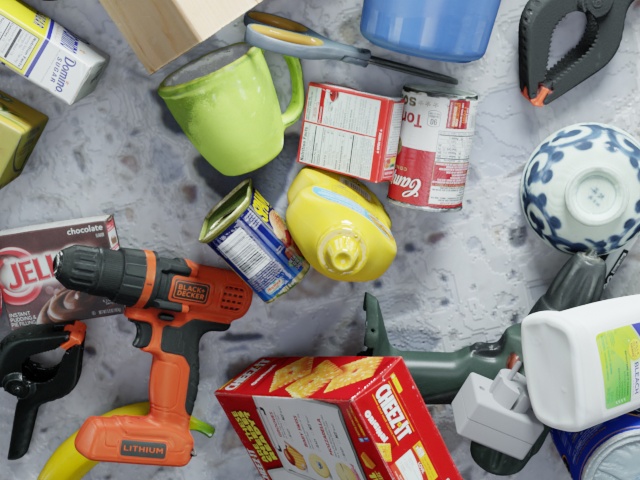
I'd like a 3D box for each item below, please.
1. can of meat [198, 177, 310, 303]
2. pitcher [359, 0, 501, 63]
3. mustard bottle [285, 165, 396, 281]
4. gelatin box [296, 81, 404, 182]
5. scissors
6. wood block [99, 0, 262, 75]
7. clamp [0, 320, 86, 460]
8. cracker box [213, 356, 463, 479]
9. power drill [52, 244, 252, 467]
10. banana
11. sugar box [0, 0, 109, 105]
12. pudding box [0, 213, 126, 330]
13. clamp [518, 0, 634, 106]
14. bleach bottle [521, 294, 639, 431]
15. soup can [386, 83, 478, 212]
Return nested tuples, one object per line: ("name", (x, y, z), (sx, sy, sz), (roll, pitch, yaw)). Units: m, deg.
("can of meat", (-0.056, 0.001, 0.939), (0.057, 0.102, 0.084), (-41, 103, 9))
("pitcher", (0.115, -0.272, 0.862), (0.149, 0.145, 0.243), (14, 108, 9))
("mustard bottle", (0.017, -0.010, 0.888), (0.096, 0.191, 0.058), (33, 102, -8))
("gelatin box", (0.026, -0.095, 0.929), (0.089, 0.030, 0.073), (17, 107, 33))
("scissors", (0.018, -0.168, 0.929), (0.201, 0.096, 0.016), (4, 117, -33))
("wood block", (-0.147, -0.253, 0.862), (0.090, 0.090, 0.206), (-18, 110, 50))
("clamp", (-0.287, 0.125, 0.985), (0.120, 0.039, 0.172), (32, 114, -24))
("cracker box", (0.019, 0.184, 0.936), (0.072, 0.214, 0.164), (-35, 105, -32))
("power drill", (-0.161, 0.102, 0.947), (0.184, 0.057, 0.188), (12, 95, -26))
("banana", (-0.203, 0.201, 1.024), (0.198, 0.037, 0.069), (-25, 101, 6))
("sugar box", (-0.267, -0.182, 0.896), (0.176, 0.093, 0.048), (29, 103, -8))
("pudding box", (-0.237, 0.028, 0.977), (0.113, 0.039, 0.090), (-9, 105, 3))
("clamp", (0.222, -0.215, 0.903), (0.164, 0.036, 0.210), (27, 109, -22))
("bleach bottle", (0.289, 0.084, 0.928), (0.250, 0.068, 0.102), (-14, 100, -32))
("soup can", (0.098, -0.081, 0.933), (0.068, 0.068, 0.102), (7, 104, -2))
